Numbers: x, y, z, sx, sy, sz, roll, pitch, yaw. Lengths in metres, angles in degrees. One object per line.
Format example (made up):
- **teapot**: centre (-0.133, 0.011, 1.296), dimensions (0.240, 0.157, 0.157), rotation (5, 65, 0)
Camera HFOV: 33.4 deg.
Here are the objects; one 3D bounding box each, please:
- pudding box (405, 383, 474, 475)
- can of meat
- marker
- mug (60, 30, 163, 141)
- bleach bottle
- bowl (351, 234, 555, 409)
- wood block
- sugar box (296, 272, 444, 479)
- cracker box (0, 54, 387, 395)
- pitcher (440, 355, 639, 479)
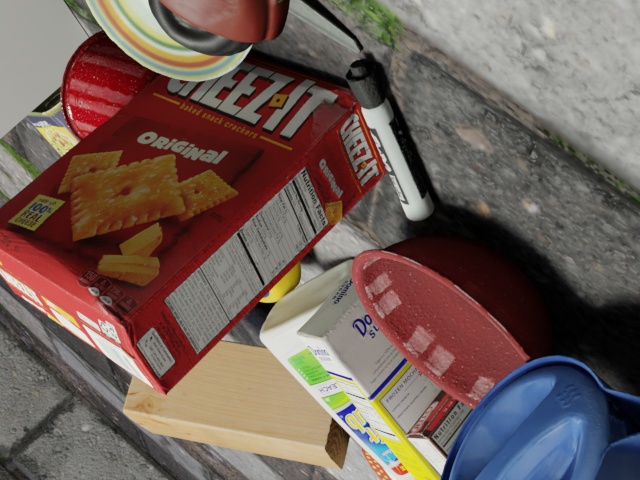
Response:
- **pudding box**: centre (0.131, 0.150, 0.792), dimensions (0.113, 0.090, 0.039), rotation (47, 159, -10)
- **can of meat**: centre (-0.225, -0.108, 0.999), dimensions (0.102, 0.057, 0.084), rotation (12, 145, 56)
- **marker**: centre (0.043, -0.060, 0.650), dimensions (0.020, 0.020, 0.121), rotation (23, 151, 43)
- **mug**: centre (-0.123, -0.101, 0.798), dimensions (0.082, 0.093, 0.117), rotation (20, 176, 38)
- **bleach bottle**: centre (0.065, 0.137, 0.885), dimensions (0.103, 0.068, 0.250), rotation (-30, 110, 34)
- **bowl**: centre (0.098, 0.048, 0.706), dimensions (0.162, 0.055, 0.162), rotation (37, 158, 17)
- **wood block**: centre (-0.075, 0.156, 1.052), dimensions (0.206, 0.091, 0.090), rotation (7, 158, 16)
- **sugar box**: centre (0.068, 0.102, 0.812), dimensions (0.176, 0.093, 0.048), rotation (52, 158, -20)
- **cracker box**: centre (-0.086, -0.028, 0.676), dimensions (0.164, 0.213, 0.072), rotation (26, 151, 39)
- **pitcher**: centre (0.190, 0.185, 0.629), dimensions (0.242, 0.145, 0.149), rotation (33, 174, -19)
